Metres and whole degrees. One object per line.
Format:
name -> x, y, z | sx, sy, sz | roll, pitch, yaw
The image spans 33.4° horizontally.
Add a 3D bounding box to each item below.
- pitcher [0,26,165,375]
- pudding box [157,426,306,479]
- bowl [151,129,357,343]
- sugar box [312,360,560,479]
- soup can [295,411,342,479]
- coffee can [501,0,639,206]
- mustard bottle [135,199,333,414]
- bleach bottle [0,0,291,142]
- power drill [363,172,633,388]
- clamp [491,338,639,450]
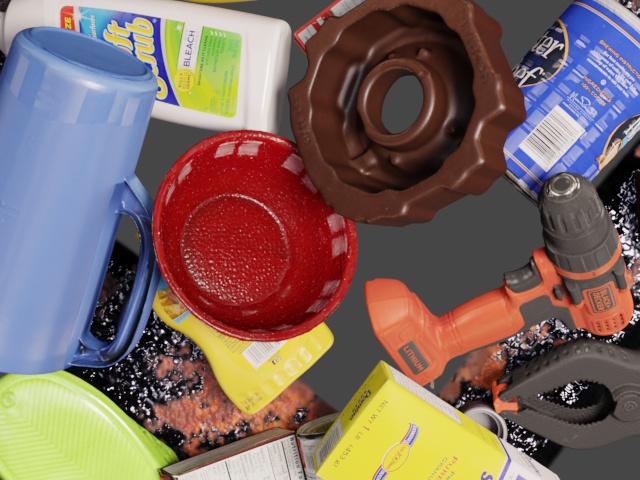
pitcher -> -0.199, -0.026, 0.803 | 0.149, 0.145, 0.243 | 8, 114, -36
pudding box -> -0.064, 0.209, 0.852 | 0.113, 0.039, 0.090 | -15, 92, -29
bowl -> -0.055, 0.001, 0.806 | 0.161, 0.055, 0.162 | 6, 74, -23
sugar box -> 0.091, 0.177, 0.800 | 0.176, 0.048, 0.093 | 34, 100, -11
soup can -> 0.024, 0.193, 0.851 | 0.068, 0.068, 0.102 | -13, 92, 7
coffee can -> 0.185, -0.100, 0.795 | 0.103, 0.102, 0.140 | 42, 97, 2
mustard bottle -> -0.084, 0.039, 0.856 | 0.096, 0.058, 0.191 | -41, 89, -3
bleach bottle -> -0.154, -0.144, 0.851 | 0.251, 0.068, 0.102 | 9, 99, 9
power drill -> 0.131, 0.035, 0.788 | 0.188, 0.184, 0.057 | -19, 50, 13
clamp -> 0.239, 0.108, 0.812 | 0.210, 0.036, 0.165 | 4, 115, 3
